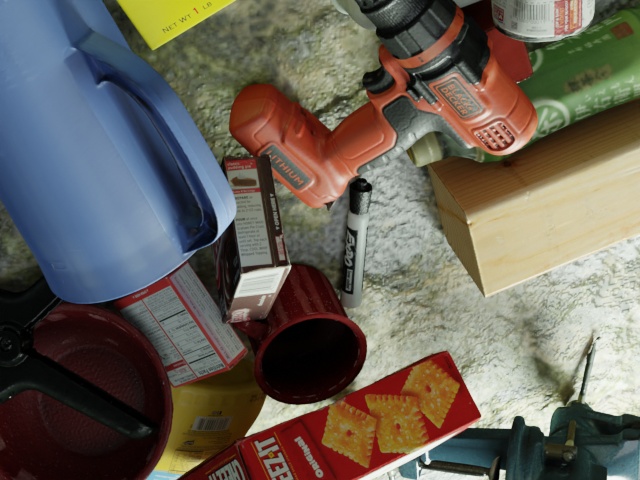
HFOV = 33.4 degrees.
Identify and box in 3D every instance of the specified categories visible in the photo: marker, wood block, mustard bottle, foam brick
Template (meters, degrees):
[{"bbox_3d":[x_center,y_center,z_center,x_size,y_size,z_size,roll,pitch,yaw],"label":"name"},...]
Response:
[{"bbox_3d":[0.029,0.003,0.878,0.020,0.020,0.121,-6,124,-15],"label":"marker"},{"bbox_3d":[0.202,-0.048,0.857,0.206,0.091,0.090,-22,126,-3],"label":"wood block"},{"bbox_3d":[-0.117,0.188,0.931,0.096,0.058,0.192,4,121,-28],"label":"mustard bottle"},{"bbox_3d":[0.110,-0.143,0.770,0.053,0.078,0.051,-26,126,-1],"label":"foam brick"}]

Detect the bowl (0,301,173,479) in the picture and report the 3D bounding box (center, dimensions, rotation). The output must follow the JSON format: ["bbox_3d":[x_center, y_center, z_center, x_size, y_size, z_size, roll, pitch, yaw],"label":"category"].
[{"bbox_3d":[-0.189,0.128,0.840,0.162,0.055,0.162,0,88,7],"label":"bowl"}]

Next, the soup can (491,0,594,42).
[{"bbox_3d":[0.142,-0.187,0.679,0.068,0.068,0.102,-15,127,-8],"label":"soup can"}]

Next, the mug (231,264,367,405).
[{"bbox_3d":[-0.028,0.069,0.865,0.117,0.081,0.093,20,114,-29],"label":"mug"}]

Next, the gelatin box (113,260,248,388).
[{"bbox_3d":[-0.108,0.067,0.829,0.073,0.030,0.089,-25,104,42],"label":"gelatin box"}]

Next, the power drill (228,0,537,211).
[{"bbox_3d":[0.027,-0.103,0.728,0.188,0.057,0.184,-21,127,39],"label":"power drill"}]

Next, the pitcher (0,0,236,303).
[{"bbox_3d":[-0.162,-0.087,0.682,0.149,0.145,0.242,-24,124,1],"label":"pitcher"}]

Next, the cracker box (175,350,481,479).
[{"bbox_3d":[0.000,0.174,0.871,0.213,0.072,0.164,-17,164,-34],"label":"cracker box"}]

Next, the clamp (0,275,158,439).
[{"bbox_3d":[-0.223,0.085,0.798,0.210,0.036,0.164,-14,86,2],"label":"clamp"}]

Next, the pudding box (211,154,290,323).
[{"bbox_3d":[-0.055,0.001,0.776,0.039,0.090,0.114,-5,159,-16],"label":"pudding box"}]
